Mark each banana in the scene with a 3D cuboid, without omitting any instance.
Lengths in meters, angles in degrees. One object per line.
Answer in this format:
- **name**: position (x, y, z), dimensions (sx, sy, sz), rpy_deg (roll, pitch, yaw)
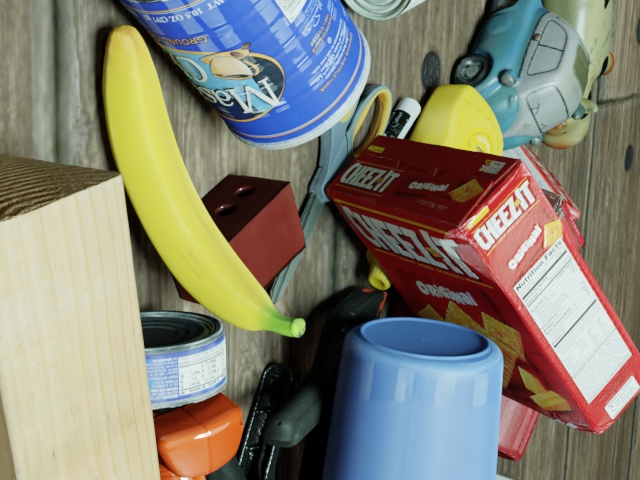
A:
- **banana**: position (-0.077, -0.024, 0.609), dimensions (0.198, 0.070, 0.037), rpy_deg (59, 34, -4)

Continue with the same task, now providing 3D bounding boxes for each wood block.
- **wood block**: position (-0.146, 0.072, 0.526), dimensions (0.090, 0.091, 0.206), rpy_deg (-30, 122, -50)

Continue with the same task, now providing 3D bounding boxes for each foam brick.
- **foam brick**: position (-0.054, 0.001, 0.683), dimensions (0.078, 0.053, 0.051), rpy_deg (-48, 136, -41)

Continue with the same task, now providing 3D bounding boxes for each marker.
- **marker**: position (0.047, -0.068, 0.851), dimensions (0.121, 0.020, 0.020), rpy_deg (-58, 141, -31)

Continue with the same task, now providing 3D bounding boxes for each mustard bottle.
- **mustard bottle**: position (0.089, -0.036, 0.888), dimensions (0.191, 0.058, 0.096), rpy_deg (-57, 138, -31)

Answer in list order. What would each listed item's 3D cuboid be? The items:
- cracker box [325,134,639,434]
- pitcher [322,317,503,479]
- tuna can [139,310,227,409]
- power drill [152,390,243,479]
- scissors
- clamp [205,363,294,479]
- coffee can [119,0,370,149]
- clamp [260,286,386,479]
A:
- **cracker box**: position (0.118, 0.031, 0.770), dimensions (0.072, 0.164, 0.213), rpy_deg (-46, 120, -15)
- **pitcher**: position (0.057, 0.179, 0.748), dimensions (0.144, 0.149, 0.243), rpy_deg (-11, 110, -53)
- **tuna can**: position (-0.096, 0.066, 0.606), dimensions (0.085, 0.086, 0.034), rpy_deg (-17, 109, -54)
- **power drill**: position (-0.064, 0.179, 0.618), dimensions (0.057, 0.185, 0.188), rpy_deg (-18, 109, -28)
- **scissors**: position (-0.001, -0.058, 0.784), dimensions (0.201, 0.016, 0.096), rpy_deg (-56, 139, -32)
- **clamp**: position (-0.059, 0.176, 0.735), dimensions (0.120, 0.039, 0.171), rpy_deg (-3, 97, -58)
- **coffee can**: position (-0.044, -0.133, 0.616), dimensions (0.140, 0.103, 0.102), rpy_deg (49, 58, -50)
- **clamp**: position (0.008, 0.123, 0.801), dimensions (0.209, 0.036, 0.164), rpy_deg (-63, 157, -46)
